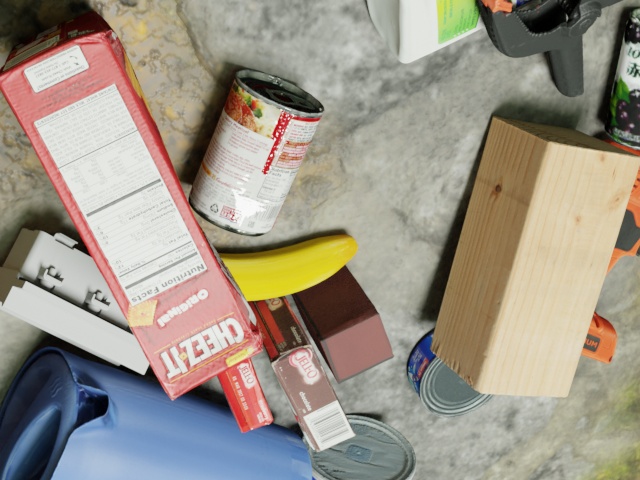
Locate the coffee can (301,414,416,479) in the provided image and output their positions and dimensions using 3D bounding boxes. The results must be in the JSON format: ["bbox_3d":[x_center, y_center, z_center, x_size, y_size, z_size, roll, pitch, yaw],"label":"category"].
[{"bbox_3d":[0.024,0.244,0.960,0.102,0.103,0.140,-3,120,-21],"label":"coffee can"}]

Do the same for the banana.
[{"bbox_3d":[-0.065,0.016,0.828,0.197,0.037,0.070,9,117,-26],"label":"banana"}]

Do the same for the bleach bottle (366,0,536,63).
[{"bbox_3d":[0.154,-0.216,0.751,0.250,0.068,0.102,-25,152,-8],"label":"bleach bottle"}]

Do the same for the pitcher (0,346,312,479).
[{"bbox_3d":[-0.136,0.181,0.855,0.242,0.149,0.145,22,94,-34],"label":"pitcher"}]

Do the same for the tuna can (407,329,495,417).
[{"bbox_3d":[0.123,0.117,0.966,0.086,0.034,0.086,-10,123,-16],"label":"tuna can"}]

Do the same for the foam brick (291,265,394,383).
[{"bbox_3d":[0.017,0.067,0.867,0.051,0.078,0.053,-26,128,-6],"label":"foam brick"}]

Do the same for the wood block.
[{"bbox_3d":[0.170,0.014,0.867,0.090,0.091,0.206,6,107,-25],"label":"wood block"}]

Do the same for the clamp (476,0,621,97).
[{"bbox_3d":[0.186,-0.171,0.749,0.209,0.036,0.165,2,141,-50],"label":"clamp"}]

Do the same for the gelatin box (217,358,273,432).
[{"bbox_3d":[-0.070,0.096,0.842,0.030,0.089,0.073,-22,125,-8],"label":"gelatin box"}]

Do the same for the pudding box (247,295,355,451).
[{"bbox_3d":[-0.018,0.103,0.867,0.039,0.090,0.113,-25,126,-5],"label":"pudding box"}]

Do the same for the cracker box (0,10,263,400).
[{"bbox_3d":[-0.118,-0.031,0.670,0.072,0.164,0.213,-27,109,-5],"label":"cracker box"}]

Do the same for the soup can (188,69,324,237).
[{"bbox_3d":[-0.047,-0.062,0.769,0.068,0.068,0.102,13,114,-28],"label":"soup can"}]
